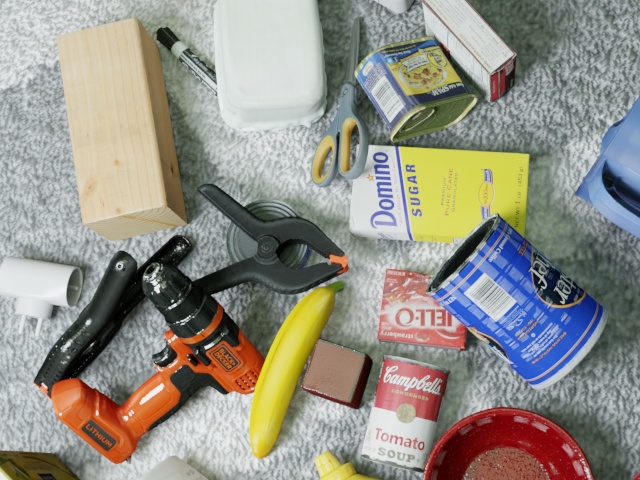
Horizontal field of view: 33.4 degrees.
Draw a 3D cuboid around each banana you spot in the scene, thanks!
[{"bbox_3d":[-0.028,0.124,1.060,0.037,0.069,0.198,23,83,34],"label":"banana"}]

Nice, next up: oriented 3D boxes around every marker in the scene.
[{"bbox_3d":[-0.136,-0.191,1.166,0.020,0.020,0.121,-45,76,-3],"label":"marker"}]

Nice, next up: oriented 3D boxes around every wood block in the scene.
[{"bbox_3d":[-0.208,-0.115,1.124,0.090,0.091,0.206,-12,77,5],"label":"wood block"}]

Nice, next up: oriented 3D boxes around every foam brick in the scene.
[{"bbox_3d":[0.018,0.132,1.050,0.051,0.078,0.053,17,79,11],"label":"foam brick"}]

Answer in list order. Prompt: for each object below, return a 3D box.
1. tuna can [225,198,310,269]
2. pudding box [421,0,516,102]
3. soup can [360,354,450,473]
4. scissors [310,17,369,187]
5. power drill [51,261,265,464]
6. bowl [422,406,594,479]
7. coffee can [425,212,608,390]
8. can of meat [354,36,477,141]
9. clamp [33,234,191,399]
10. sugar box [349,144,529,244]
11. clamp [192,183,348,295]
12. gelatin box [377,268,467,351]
[{"bbox_3d":[-0.053,0.002,1.108,0.086,0.033,0.086,-2,79,8],"label":"tuna can"},{"bbox_3d":[0.152,-0.203,1.091,0.039,0.090,0.113,-40,76,-1],"label":"pudding box"},{"bbox_3d":[0.082,0.168,1.039,0.068,0.068,0.102,12,82,10],"label":"soup can"},{"bbox_3d":[0.019,-0.138,1.128,0.096,0.016,0.202,-40,40,39],"label":"scissors"},{"bbox_3d":[-0.166,0.124,1.041,0.188,0.184,0.057,-34,34,6],"label":"power drill"},{"bbox_3d":[0.178,0.241,1.017,0.162,0.055,0.162,-2,79,8],"label":"bowl"},{"bbox_3d":[0.185,0.058,1.011,0.140,0.103,0.103,41,86,-3],"label":"coffee can"},{"bbox_3d":[0.096,-0.156,1.090,0.101,0.058,0.084,-18,70,-36],"label":"can of meat"},{"bbox_3d":[-0.220,0.077,1.065,0.036,0.164,0.210,42,96,7],"label":"clamp"},{"bbox_3d":[0.121,-0.046,1.087,0.176,0.048,0.093,4,79,8],"label":"sugar box"},{"bbox_3d":[-0.057,0.001,1.070,0.171,0.039,0.120,0,83,1],"label":"clamp"},{"bbox_3d":[0.106,0.070,1.074,0.089,0.030,0.073,6,80,9],"label":"gelatin box"}]
